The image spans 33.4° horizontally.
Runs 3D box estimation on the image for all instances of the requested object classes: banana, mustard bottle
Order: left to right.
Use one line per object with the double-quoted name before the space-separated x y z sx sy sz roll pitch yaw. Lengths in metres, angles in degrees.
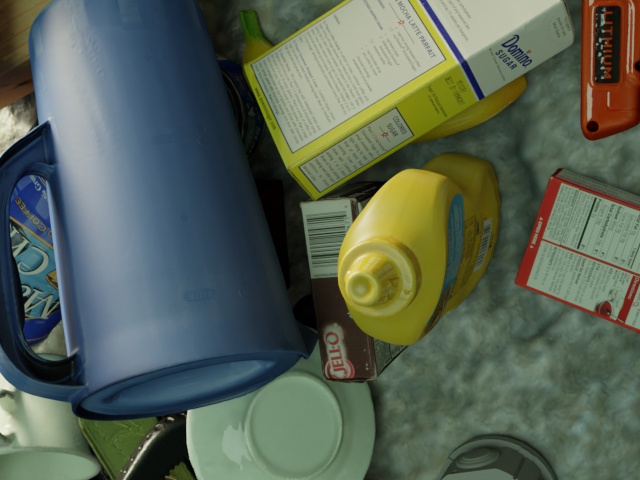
"banana" 0.027 -0.094 0.673 0.198 0.037 0.070 16 106 18
"mustard bottle" 0.054 0.007 0.598 0.058 0.191 0.096 16 105 17

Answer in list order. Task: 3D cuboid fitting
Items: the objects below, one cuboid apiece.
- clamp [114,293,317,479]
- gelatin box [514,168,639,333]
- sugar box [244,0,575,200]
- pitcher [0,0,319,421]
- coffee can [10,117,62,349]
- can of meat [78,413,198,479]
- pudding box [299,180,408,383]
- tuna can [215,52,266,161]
"clamp" -0.044 0.152 0.687 0.164 0.209 0.036 62 157 -4
"gelatin box" 0.170 0.006 0.637 0.089 0.030 0.073 22 113 19
"sugar box" 0.048 -0.108 0.618 0.176 0.048 0.093 -29 55 8
"pitcher" -0.106 -0.024 0.614 0.145 0.149 0.243 -19 73 13
"coffee can" -0.193 -0.005 0.739 0.103 0.102 0.140 48 112 7
"can of meat" -0.106 0.136 0.742 0.058 0.083 0.102 -34 87 23
"pudding box" 0.025 0.023 0.668 0.039 0.090 0.113 -3 98 19
"tuna can" -0.082 -0.083 0.719 0.086 0.033 0.086 4 101 20
